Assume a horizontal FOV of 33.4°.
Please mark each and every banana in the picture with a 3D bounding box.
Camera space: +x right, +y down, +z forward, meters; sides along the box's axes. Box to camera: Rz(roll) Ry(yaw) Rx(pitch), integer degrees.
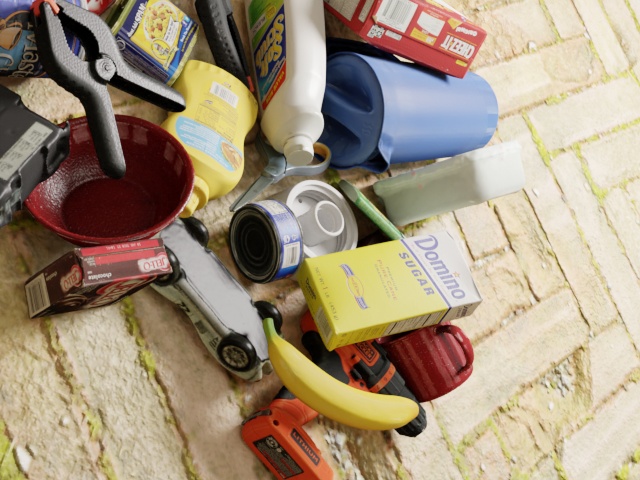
[{"bbox_3d":[0.020,0.147,1.053,0.197,0.037,0.069,34,51,-22],"label":"banana"}]

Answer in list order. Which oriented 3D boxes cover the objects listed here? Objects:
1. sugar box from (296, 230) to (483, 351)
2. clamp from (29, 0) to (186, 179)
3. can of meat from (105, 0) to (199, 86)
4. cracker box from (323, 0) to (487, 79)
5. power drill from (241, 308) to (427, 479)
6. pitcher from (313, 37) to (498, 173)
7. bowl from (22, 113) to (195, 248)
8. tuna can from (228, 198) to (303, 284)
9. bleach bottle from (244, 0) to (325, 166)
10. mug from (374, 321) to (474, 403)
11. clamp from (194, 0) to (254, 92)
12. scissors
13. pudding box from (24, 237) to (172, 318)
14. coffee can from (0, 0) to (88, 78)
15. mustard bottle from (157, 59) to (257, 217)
[{"bbox_3d":[0.073,0.049,1.119,0.176,0.048,0.093,-13,64,-21],"label":"sugar box"},{"bbox_3d":[-0.204,-0.141,0.967,0.171,0.039,0.120,44,47,-25],"label":"clamp"},{"bbox_3d":[-0.182,-0.213,1.119,0.083,0.058,0.102,36,51,-23],"label":"can of meat"},{"bbox_3d":[0.074,-0.283,1.280,0.163,0.072,0.214,15,22,-35],"label":"cracker box"},{"bbox_3d":[0.017,0.178,1.102,0.184,0.057,0.187,47,45,-7],"label":"power drill"},{"bbox_3d":[0.099,-0.163,1.286,0.242,0.145,0.149,-6,104,-45],"label":"pitcher"},{"bbox_3d":[-0.199,-0.044,1.000,0.162,0.055,0.162,5,51,-6],"label":"bowl"},{"bbox_3d":[-0.057,0.001,1.102,0.033,0.086,0.086,-14,79,-41],"label":"tuna can"},{"bbox_3d":[-0.031,-0.195,1.181,0.068,0.103,0.251,18,50,-35],"label":"bleach bottle"},{"bbox_3d":[0.125,0.124,1.178,0.093,0.117,0.081,-34,98,-39],"label":"mug"},{"bbox_3d":[-0.120,-0.260,1.162,0.164,0.036,0.210,-8,82,-82],"label":"clamp"},{"bbox_3d":[-0.064,-0.082,1.144,0.096,0.016,0.201,36,35,22],"label":"scissors"},{"bbox_3d":[-0.200,0.034,0.950,0.089,0.114,0.039,-7,79,-41],"label":"pudding box"},{"bbox_3d":[-0.300,-0.202,0.984,0.140,0.103,0.103,-4,73,-40],"label":"coffee can"},{"bbox_3d":[-0.122,-0.096,1.090,0.096,0.058,0.191,32,42,-23],"label":"mustard bottle"}]
